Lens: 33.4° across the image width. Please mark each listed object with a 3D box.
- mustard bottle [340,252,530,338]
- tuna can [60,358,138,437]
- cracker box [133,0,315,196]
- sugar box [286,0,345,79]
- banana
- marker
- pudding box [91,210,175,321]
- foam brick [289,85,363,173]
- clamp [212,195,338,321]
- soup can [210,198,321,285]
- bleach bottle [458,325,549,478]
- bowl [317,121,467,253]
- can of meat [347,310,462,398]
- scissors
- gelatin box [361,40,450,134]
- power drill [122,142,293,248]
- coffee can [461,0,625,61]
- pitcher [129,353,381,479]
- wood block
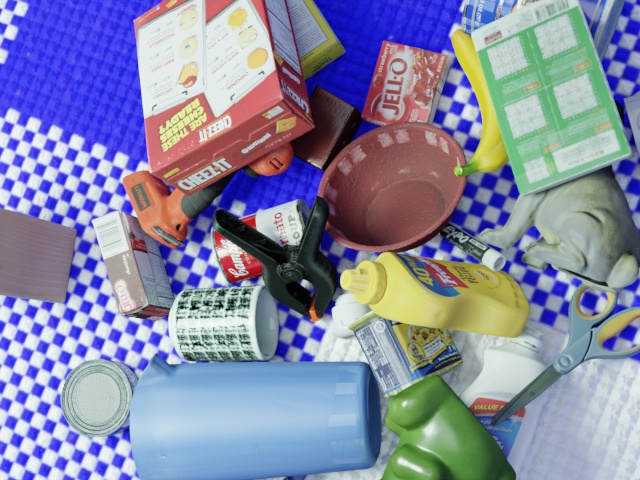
[{"bbox_3d":[0.103,0.049,1.029,0.096,0.191,0.058,53,127,51],"label":"mustard bottle"},{"bbox_3d":[-0.243,0.175,1.187,0.086,0.033,0.086,-2,82,14],"label":"tuna can"},{"bbox_3d":[-0.104,-0.175,1.103,0.164,0.072,0.214,-27,56,22],"label":"cracker box"},{"bbox_3d":[-0.057,-0.259,1.191,0.093,0.048,0.176,-33,72,9],"label":"sugar box"},{"bbox_3d":[0.170,-0.140,1.093,0.069,0.037,0.197,19,51,-21],"label":"banana"},{"bbox_3d":[0.141,-0.003,1.093,0.121,0.020,0.020,36,93,43],"label":"marker"},{"bbox_3d":[-0.201,0.029,1.167,0.039,0.090,0.113,-19,78,10],"label":"pudding box"},{"bbox_3d":[0.004,-0.117,1.152,0.051,0.053,0.078,29,91,16],"label":"foam brick"},{"bbox_3d":[-0.021,0.018,1.084,0.120,0.171,0.039,-9,47,29],"label":"clamp"},{"bbox_3d":[-0.058,0.001,1.145,0.102,0.068,0.068,-17,79,11],"label":"soup can"},{"bbox_3d":[0.155,0.200,1.066,0.103,0.068,0.251,23,86,17],"label":"bleach bottle"},{"bbox_3d":[0.080,-0.043,1.102,0.162,0.055,0.162,-14,52,18],"label":"bowl"},{"bbox_3d":[0.088,0.105,1.076,0.058,0.101,0.084,-35,76,41],"label":"can of meat"},{"bbox_3d":[0.235,0.101,1.046,0.201,0.016,0.096,-21,64,-11],"label":"scissors"},{"bbox_3d":[0.091,-0.162,1.146,0.073,0.030,0.089,16,87,16],"label":"gelatin box"},{"bbox_3d":[-0.129,-0.097,1.164,0.188,0.057,0.184,-42,47,14],"label":"power drill"},{"bbox_3d":[0.228,-0.239,1.083,0.140,0.102,0.103,21,88,16],"label":"coffee can"},{"bbox_3d":[-0.062,0.194,1.098,0.243,0.149,0.145,-5,66,11],"label":"pitcher"},{"bbox_3d":[-0.356,0.012,1.150,0.090,0.206,0.091,8,85,16],"label":"wood block"}]
